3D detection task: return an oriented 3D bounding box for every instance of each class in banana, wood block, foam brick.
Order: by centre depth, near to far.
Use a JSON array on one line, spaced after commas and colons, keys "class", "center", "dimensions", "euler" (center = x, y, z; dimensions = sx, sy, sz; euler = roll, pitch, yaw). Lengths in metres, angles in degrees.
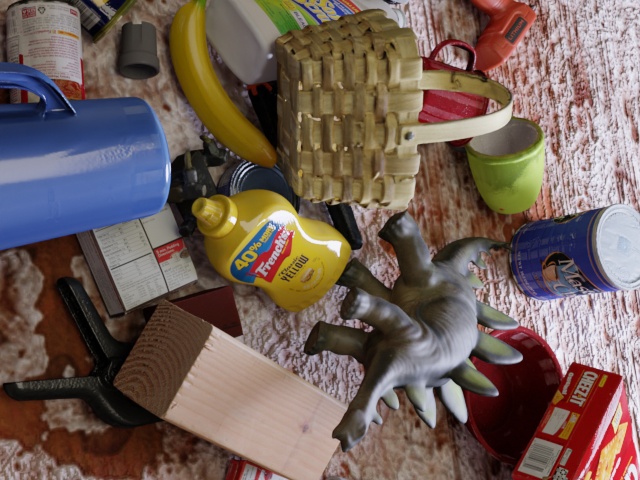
[{"class": "wood block", "center": [-0.076, 0.146, 0.990], "dimensions": [0.205, 0.090, 0.091], "euler": [37, 79, -41]}, {"class": "foam brick", "center": [-0.124, 0.079, 1.034], "dimensions": [0.078, 0.051, 0.053], "euler": [-15, 92, -36]}, {"class": "banana", "center": [-0.107, -0.157, 1.077], "dimensions": [0.037, 0.070, 0.198], "euler": [-25, 94, -59]}]

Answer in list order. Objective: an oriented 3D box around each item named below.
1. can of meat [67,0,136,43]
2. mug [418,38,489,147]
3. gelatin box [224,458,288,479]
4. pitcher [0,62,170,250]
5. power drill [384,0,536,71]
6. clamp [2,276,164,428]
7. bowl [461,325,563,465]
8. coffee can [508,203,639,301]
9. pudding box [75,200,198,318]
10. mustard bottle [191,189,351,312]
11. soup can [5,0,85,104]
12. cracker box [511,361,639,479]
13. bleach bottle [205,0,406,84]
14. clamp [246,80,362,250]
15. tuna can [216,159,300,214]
[{"class": "can of meat", "center": [-0.214, -0.256, 1.027], "dimensions": [0.084, 0.058, 0.102], "euler": [43, 60, -19]}, {"class": "mug", "center": [0.138, -0.172, 1.214], "dimensions": [0.081, 0.093, 0.117], "euler": [14, 106, -23]}, {"class": "gelatin box", "center": [-0.059, 0.265, 1.060], "dimensions": [0.089, 0.030, 0.073], "euler": [28, 68, -29]}, {"class": "pitcher", "center": [-0.253, -0.064, 0.892], "dimensions": [0.242, 0.149, 0.145], "euler": [-11, 84, -29]}, {"class": "power drill", "center": [0.170, -0.299, 1.303], "dimensions": [0.187, 0.057, 0.184], "euler": [48, 62, -20]}, {"class": "clamp", "center": [-0.204, 0.128, 0.977], "dimensions": [0.171, 0.039, 0.120], "euler": [44, 65, -22]}, {"class": "bowl", "center": [0.213, 0.181, 1.249], "dimensions": [0.161, 0.055, 0.162], "euler": [7, 78, -34]}, {"class": "coffee can", "center": [0.315, 0.017, 1.297], "dimensions": [0.102, 0.141, 0.103], "euler": [7, 78, -34]}, {"class": "pudding box", "center": [-0.177, 0.006, 1.018], "dimensions": [0.089, 0.039, 0.113], "euler": [-24, 94, -34]}, {"class": "mustard bottle", "center": [-0.057, 0.002, 1.043], "dimensions": [0.096, 0.058, 0.191], "euler": [-47, 138, 10]}, {"class": "soup can", "center": [-0.251, -0.162, 0.977], "dimensions": [0.068, 0.069, 0.102], "euler": [0, 81, -35]}, {"class": "cracker box", "center": [0.304, 0.271, 1.235], "dimensions": [0.164, 0.072, 0.213], "euler": [-54, 139, -29]}, {"class": "bleach bottle", "center": [-0.002, -0.234, 1.163], "dimensions": [0.250, 0.068, 0.103], "euler": [-19, 65, -43]}, {"class": "clamp", "center": [0.009, -0.114, 1.170], "dimensions": [0.210, 0.036, 0.164], "euler": [45, 60, -20]}, {"class": "tuna can", "center": [-0.065, -0.044, 1.107], "dimensions": [0.086, 0.034, 0.086], "euler": [7, 78, -34]}]
